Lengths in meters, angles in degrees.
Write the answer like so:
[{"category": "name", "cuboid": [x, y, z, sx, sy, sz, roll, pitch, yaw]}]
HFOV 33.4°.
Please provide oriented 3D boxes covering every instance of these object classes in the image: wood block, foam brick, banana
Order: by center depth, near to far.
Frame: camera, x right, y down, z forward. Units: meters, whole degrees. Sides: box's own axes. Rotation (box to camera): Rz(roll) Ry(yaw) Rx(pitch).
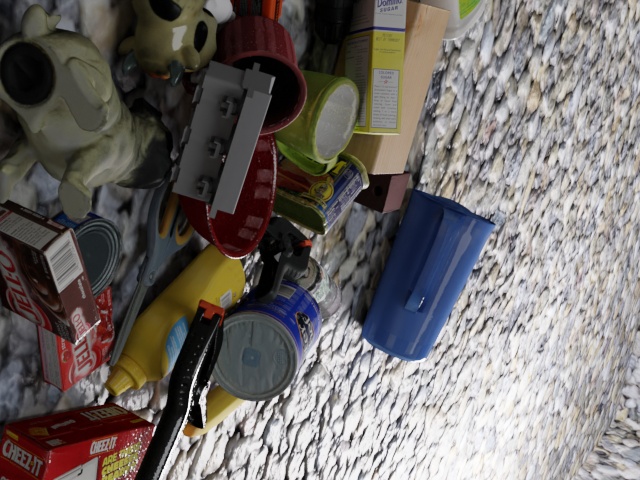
[{"category": "wood block", "cuboid": [0.073, -0.192, 1.293, 0.090, 0.090, 0.206, -8, 117, -59]}, {"category": "banana", "cuboid": [-0.105, 0.182, 1.300, 0.197, 0.037, 0.070, -37, 170, -36]}, {"category": "foam brick", "cuboid": [0.067, -0.074, 1.383, 0.051, 0.078, 0.053, -16, 124, -58]}]

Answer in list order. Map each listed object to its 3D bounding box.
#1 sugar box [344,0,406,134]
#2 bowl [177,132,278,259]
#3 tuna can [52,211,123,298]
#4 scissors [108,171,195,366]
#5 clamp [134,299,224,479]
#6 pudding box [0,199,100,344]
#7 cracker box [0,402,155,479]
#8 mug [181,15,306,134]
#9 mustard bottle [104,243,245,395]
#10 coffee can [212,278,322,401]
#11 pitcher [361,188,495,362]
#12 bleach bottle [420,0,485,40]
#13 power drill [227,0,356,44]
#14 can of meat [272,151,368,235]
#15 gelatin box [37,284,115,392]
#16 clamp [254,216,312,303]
[{"category": "sugar box", "cuboid": [0.060, -0.208, 1.195, 0.048, 0.093, 0.176, 3, 96, -18]}, {"category": "bowl", "cuboid": [-0.101, -0.063, 1.094, 0.162, 0.055, 0.162, 7, 90, -68]}, {"category": "tuna can", "cuboid": [-0.224, 0.014, 0.982, 0.086, 0.034, 0.086, -40, 142, -41]}, {"category": "scissors", "cuboid": [-0.165, 0.029, 1.090, 0.096, 0.016, 0.202, 12, 92, -67]}, {"category": "clamp", "cuboid": [-0.135, 0.153, 1.118, 0.164, 0.036, 0.210, -49, 159, -71]}, {"category": "pudding box", "cuboid": [-0.240, 0.026, 0.902, 0.039, 0.090, 0.113, -46, 145, -38]}, {"category": "cracker box", "cuboid": [-0.266, 0.280, 1.069, 0.164, 0.072, 0.214, 0, 109, -63]}, {"category": "mug", "cuboid": [-0.074, -0.161, 1.022, 0.081, 0.117, 0.093, -98, -179, -49]}, {"category": "mustard bottle", "cuboid": [-0.158, 0.092, 1.130, 0.191, 0.058, 0.096, -48, 161, -32]}, {"category": "coffee can", "cuboid": [-0.061, 0.111, 1.223, 0.140, 0.103, 0.103, -51, 156, -72]}, {"category": "pitcher", "cuboid": [0.152, 0.055, 1.578, 0.149, 0.145, 0.243, 16, 100, -42]}, {"category": "bleach bottle", "cuboid": [0.160, -0.383, 1.334, 0.102, 0.068, 0.251, -48, 145, -33]}, {"category": "power drill", "cuboid": [-0.020, -0.264, 1.110, 0.187, 0.057, 0.184, -42, 147, -42]}, {"category": "can of meat", "cuboid": [-0.010, -0.063, 1.231, 0.083, 0.102, 0.057, -51, 150, -23]}, {"category": "gelatin box", "cuboid": [-0.233, 0.091, 1.027, 0.073, 0.030, 0.089, -37, 140, -44]}, {"category": "clamp", "cuboid": [-0.058, 0.002, 1.237, 0.171, 0.039, 0.120, -29, 101, -72]}]
